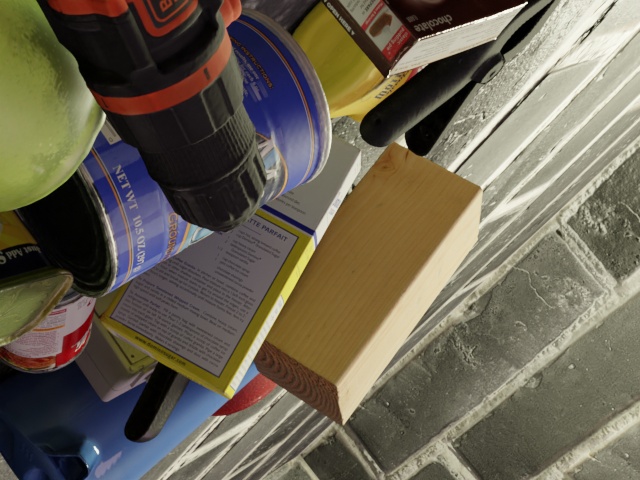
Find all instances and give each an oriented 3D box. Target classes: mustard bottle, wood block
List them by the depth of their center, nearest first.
[{"bbox_3d":[0.045,-0.124,0.739,0.096,0.058,0.191,-49,166,18],"label":"mustard bottle"},{"bbox_3d":[0.038,0.034,0.872,0.206,0.091,0.090,-52,158,-22],"label":"wood block"}]

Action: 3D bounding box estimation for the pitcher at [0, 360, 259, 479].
[{"bbox_3d":[-0.154,0.115,0.888,0.242,0.149,0.145,-36,150,-29],"label":"pitcher"}]

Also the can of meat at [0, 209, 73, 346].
[{"bbox_3d":[-0.181,0.009,0.493,0.058,0.084,0.101,-47,166,30],"label":"can of meat"}]

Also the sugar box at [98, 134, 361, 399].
[{"bbox_3d":[-0.054,0.001,0.678,0.176,0.093,0.048,-59,171,-14],"label":"sugar box"}]

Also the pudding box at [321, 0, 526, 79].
[{"bbox_3d":[0.052,-0.146,0.607,0.113,0.090,0.039,-28,164,-41],"label":"pudding box"}]

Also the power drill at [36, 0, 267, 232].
[{"bbox_3d":[-0.017,-0.117,0.386,0.187,0.057,0.184,-48,140,-25],"label":"power drill"}]

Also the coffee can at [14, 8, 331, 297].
[{"bbox_3d":[-0.079,-0.048,0.546,0.140,0.103,0.103,-31,165,-32],"label":"coffee can"}]

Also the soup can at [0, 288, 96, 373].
[{"bbox_3d":[-0.169,0.030,0.643,0.068,0.068,0.102,-33,166,-28],"label":"soup can"}]

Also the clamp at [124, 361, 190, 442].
[{"bbox_3d":[-0.078,0.040,0.765,0.036,0.164,0.209,9,-160,41],"label":"clamp"}]

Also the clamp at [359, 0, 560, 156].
[{"bbox_3d":[0.095,-0.118,0.702,0.172,0.039,0.120,-51,170,24],"label":"clamp"}]
